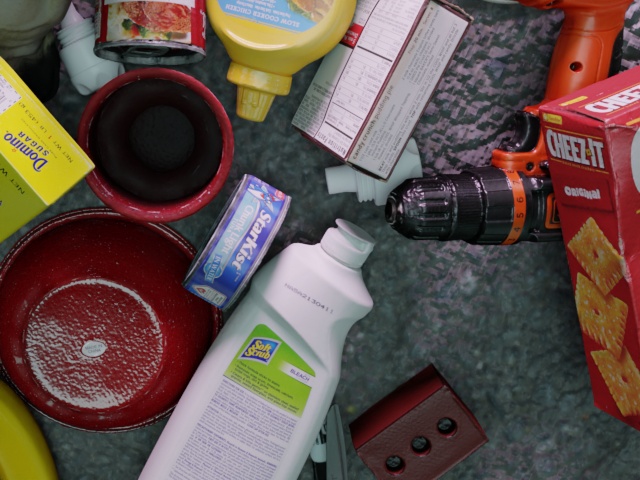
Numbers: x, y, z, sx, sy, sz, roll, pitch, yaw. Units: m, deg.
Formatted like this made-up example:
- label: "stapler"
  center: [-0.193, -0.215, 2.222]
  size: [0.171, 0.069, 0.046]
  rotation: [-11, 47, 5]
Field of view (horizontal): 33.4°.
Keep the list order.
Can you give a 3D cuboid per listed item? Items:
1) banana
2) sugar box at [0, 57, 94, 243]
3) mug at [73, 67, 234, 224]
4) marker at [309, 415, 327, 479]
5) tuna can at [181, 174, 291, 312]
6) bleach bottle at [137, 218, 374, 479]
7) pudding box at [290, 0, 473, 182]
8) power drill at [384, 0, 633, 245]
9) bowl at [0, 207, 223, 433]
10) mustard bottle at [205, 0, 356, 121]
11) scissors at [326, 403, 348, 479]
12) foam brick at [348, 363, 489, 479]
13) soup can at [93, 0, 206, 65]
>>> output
- label: "banana"
  center: [-0.217, 0.148, 0.720]
  size: [0.069, 0.037, 0.197]
  rotation: [-37, 118, -21]
- label: "sugar box"
  center: [-0.211, -0.040, 0.630]
  size: [0.093, 0.177, 0.048]
  rotation: [50, 50, -11]
- label: "mug"
  center: [-0.112, -0.061, 0.670]
  size: [0.117, 0.081, 0.093]
  rotation: [-11, 102, -2]
- label: "marker"
  center: [-0.004, 0.123, 0.748]
  size: [0.020, 0.020, 0.121]
  rotation: [-10, 102, -2]
- label: "tuna can"
  center: [-0.054, 0.001, 0.685]
  size: [0.033, 0.086, 0.086]
  rotation: [30, 98, -8]
- label: "bleach bottle"
  center: [-0.032, 0.102, 0.705]
  size: [0.102, 0.068, 0.251]
  rotation: [29, 104, -8]
- label: "pudding box"
  center: [0.035, -0.102, 0.663]
  size: [0.039, 0.090, 0.113]
  rotation: [21, 101, -31]
- label: "power drill"
  center: [0.130, -0.089, 0.674]
  size: [0.184, 0.057, 0.188]
  rotation: [-3, 107, -22]
- label: "bowl"
  center: [-0.146, 0.062, 0.708]
  size: [0.162, 0.055, 0.162]
  rotation: [-1, 102, -3]
- label: "mustard bottle"
  center: [-0.021, -0.168, 0.662]
  size: [0.096, 0.058, 0.192]
  rotation: [17, 102, 13]
- label: "scissors"
  center: [-0.004, 0.211, 0.755]
  size: [0.096, 0.016, 0.202]
  rotation: [-17, 111, 5]
- label: "foam brick"
  center: [0.066, 0.133, 0.738]
  size: [0.078, 0.051, 0.053]
  rotation: [-38, 101, 5]
- label: "soup can"
  center: [-0.103, -0.162, 0.647]
  size: [0.068, 0.068, 0.102]
  rotation: [1, 89, -4]
